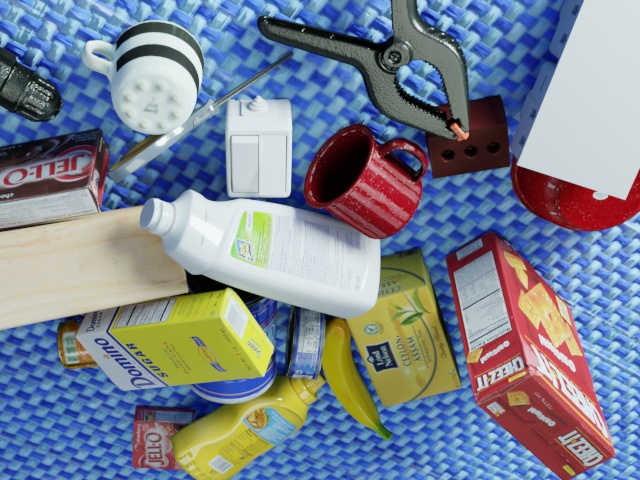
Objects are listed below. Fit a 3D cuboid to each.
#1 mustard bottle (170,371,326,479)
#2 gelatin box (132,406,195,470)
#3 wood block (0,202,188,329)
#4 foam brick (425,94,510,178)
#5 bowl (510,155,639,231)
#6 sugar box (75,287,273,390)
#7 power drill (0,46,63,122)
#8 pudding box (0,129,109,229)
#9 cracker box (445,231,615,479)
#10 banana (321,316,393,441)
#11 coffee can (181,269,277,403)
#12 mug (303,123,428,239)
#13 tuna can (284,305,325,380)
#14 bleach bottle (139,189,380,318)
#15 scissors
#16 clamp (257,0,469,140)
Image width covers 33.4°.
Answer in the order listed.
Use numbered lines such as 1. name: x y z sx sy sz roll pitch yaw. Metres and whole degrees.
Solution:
1. mustard bottle: -0.075 0.211 1.253 0.192 0.058 0.096 -35 134 8
2. gelatin box: -0.192 0.244 1.305 0.073 0.030 0.089 5 129 -8
3. wood block: -0.242 0.024 1.029 0.205 0.091 0.090 -11 95 -16
4. foam brick: 0.140 -0.099 1.026 0.078 0.051 0.053 -10 130 4
5. bowl: 0.274 -0.062 1.063 0.162 0.055 0.162 -1 130 -2
6. sugar box: -0.146 0.101 1.060 0.176 0.048 0.093 -12 129 26
7. power drill: -0.353 -0.111 0.973 0.184 0.057 0.188 30 112 -18
8. pudding box: -0.261 -0.058 1.013 0.113 0.090 0.039 -11 130 7
9. cracker box: 0.215 0.115 1.103 0.072 0.213 0.164 -34 124 22
10. banana: 0.033 0.150 1.223 0.070 0.037 0.197 11 139 38
11. coffee can: -0.096 0.089 1.136 0.102 0.103 0.140 0 129 -4
12. mug: 0.053 -0.059 1.030 0.081 0.093 0.117 33 128 -32
13. tuna can: -0.017 0.109 1.168 0.033 0.086 0.086 6 129 -6
14. bleach bottle: -0.057 0.001 1.033 0.250 0.102 0.068 19 151 -33
15. scissors: -0.117 -0.118 1.009 0.201 0.096 0.016 -37 105 -11
16. clamp: 0.070 -0.177 0.944 0.210 0.036 0.165 41 117 -12
